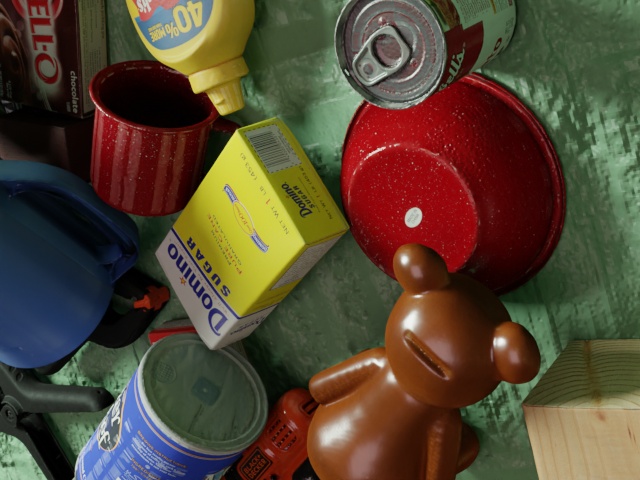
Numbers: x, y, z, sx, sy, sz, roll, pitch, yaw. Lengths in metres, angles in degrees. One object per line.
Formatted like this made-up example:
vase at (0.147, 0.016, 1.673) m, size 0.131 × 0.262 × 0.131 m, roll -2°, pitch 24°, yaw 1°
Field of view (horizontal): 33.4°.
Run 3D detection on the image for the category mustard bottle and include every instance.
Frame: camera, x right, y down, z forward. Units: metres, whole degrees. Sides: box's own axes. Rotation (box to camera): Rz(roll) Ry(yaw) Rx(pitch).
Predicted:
mustard bottle at (-0.095, -0.177, 0.720) m, size 0.096 × 0.058 × 0.191 m, roll -13°, pitch 104°, yaw 40°

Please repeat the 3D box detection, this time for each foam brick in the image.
foam brick at (-0.211, -0.077, 0.851) m, size 0.078 × 0.052 × 0.051 m, roll 11°, pitch 117°, yaw 29°

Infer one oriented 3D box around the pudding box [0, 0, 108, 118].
pudding box at (-0.208, -0.158, 0.819) m, size 0.090 × 0.039 × 0.113 m, roll 15°, pitch 119°, yaw 28°

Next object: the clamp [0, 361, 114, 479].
clamp at (-0.281, 0.169, 1.023) m, size 0.210 × 0.036 × 0.165 m, roll 25°, pitch 123°, yaw 26°

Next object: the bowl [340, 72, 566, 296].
bowl at (0.070, -0.026, 0.679) m, size 0.162 × 0.055 × 0.162 m, roll 15°, pitch 120°, yaw 28°

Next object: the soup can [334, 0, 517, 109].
soup can at (0.063, -0.121, 0.609) m, size 0.069 × 0.102 × 0.068 m, roll 15°, pitch 119°, yaw 29°

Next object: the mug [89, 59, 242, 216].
mug at (-0.111, -0.070, 0.772) m, size 0.117 × 0.093 × 0.082 m, roll 8°, pitch 128°, yaw -9°

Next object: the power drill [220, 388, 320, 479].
power drill at (-0.004, 0.230, 0.847) m, size 0.188 × 0.057 × 0.185 m, roll 44°, pitch 129°, yaw 10°

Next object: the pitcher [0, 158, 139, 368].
pitcher at (-0.257, -0.013, 0.786) m, size 0.145 × 0.149 × 0.242 m, roll 28°, pitch 167°, yaw 34°

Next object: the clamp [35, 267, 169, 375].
clamp at (-0.201, 0.065, 0.919) m, size 0.172 × 0.039 × 0.120 m, roll 4°, pitch 114°, yaw 33°

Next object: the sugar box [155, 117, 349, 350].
sugar box at (-0.055, 0.001, 0.753) m, size 0.093 × 0.048 × 0.176 m, roll 59°, pitch 141°, yaw 14°

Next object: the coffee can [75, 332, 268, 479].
coffee can at (-0.116, 0.152, 0.819) m, size 0.103 × 0.102 × 0.140 m, roll 44°, pitch 128°, yaw 9°
